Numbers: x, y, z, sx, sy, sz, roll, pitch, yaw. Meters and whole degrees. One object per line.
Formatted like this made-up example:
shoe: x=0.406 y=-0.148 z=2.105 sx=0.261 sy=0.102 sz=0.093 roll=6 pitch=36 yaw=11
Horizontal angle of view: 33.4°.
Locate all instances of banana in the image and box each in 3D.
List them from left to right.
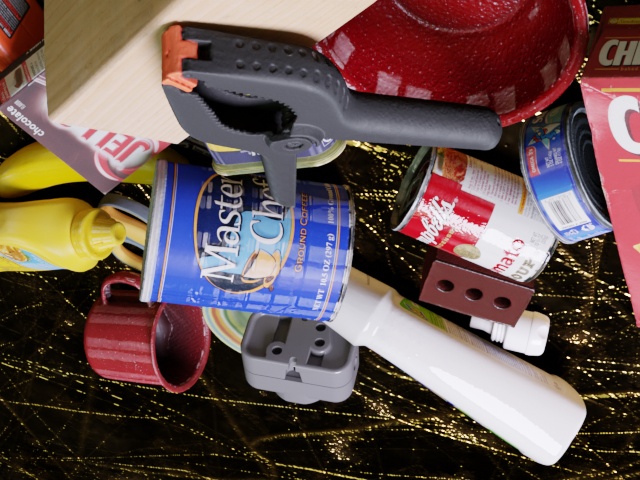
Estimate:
banana: x=-0.183 y=-0.055 z=0.830 sx=0.198 sy=0.037 sz=0.069 roll=2 pitch=140 yaw=19

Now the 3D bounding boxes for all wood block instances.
wood block: x=-0.065 y=-0.136 z=0.578 sx=0.090 sy=0.090 sz=0.207 roll=8 pitch=158 yaw=-37

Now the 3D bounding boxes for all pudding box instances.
pudding box: x=-0.149 y=-0.094 z=0.720 sx=0.090 sy=0.039 sz=0.113 roll=-37 pitch=136 yaw=8

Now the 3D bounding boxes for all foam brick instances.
foam brick: x=0.118 y=0.021 z=0.797 sx=0.078 sy=0.051 sz=0.053 roll=16 pitch=142 yaw=2

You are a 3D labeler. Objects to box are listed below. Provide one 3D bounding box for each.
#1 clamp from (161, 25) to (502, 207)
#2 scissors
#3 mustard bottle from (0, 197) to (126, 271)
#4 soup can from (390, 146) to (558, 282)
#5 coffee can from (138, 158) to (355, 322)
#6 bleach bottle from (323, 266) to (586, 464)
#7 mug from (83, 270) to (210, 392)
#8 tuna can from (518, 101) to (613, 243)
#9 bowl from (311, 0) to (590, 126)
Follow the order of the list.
clamp: x=-0.020 y=-0.066 z=0.604 sx=0.165 sy=0.036 sz=0.209 roll=-20 pitch=156 yaw=39
scissors: x=-0.102 y=0.028 z=0.898 sx=0.201 sy=0.016 sz=0.096 roll=33 pitch=147 yaw=-5
mustard bottle: x=-0.238 y=-0.003 z=0.877 sx=0.192 sy=0.058 sz=0.096 roll=-1 pitch=163 yaw=31
soup can: x=0.108 y=-0.020 z=0.737 sx=0.102 sy=0.068 sz=0.069 roll=22 pitch=143 yaw=-8
coffee can: x=-0.055 y=0.001 z=0.772 sx=0.140 sy=0.103 sz=0.103 roll=7 pitch=144 yaw=-10
bleach bottle: x=0.091 y=0.089 z=0.874 sx=0.250 sy=0.068 sz=0.102 roll=31 pitch=-176 yaw=-6
mug: x=-0.160 y=0.077 z=0.951 sx=0.082 sy=0.093 sz=0.117 roll=2 pitch=129 yaw=27
tuna can: x=0.161 y=-0.043 z=0.671 sx=0.034 sy=0.086 sz=0.086 roll=-19 pitch=130 yaw=36
bowl: x=0.073 y=-0.137 z=0.611 sx=0.162 sy=0.055 sz=0.162 roll=11 pitch=142 yaw=8
